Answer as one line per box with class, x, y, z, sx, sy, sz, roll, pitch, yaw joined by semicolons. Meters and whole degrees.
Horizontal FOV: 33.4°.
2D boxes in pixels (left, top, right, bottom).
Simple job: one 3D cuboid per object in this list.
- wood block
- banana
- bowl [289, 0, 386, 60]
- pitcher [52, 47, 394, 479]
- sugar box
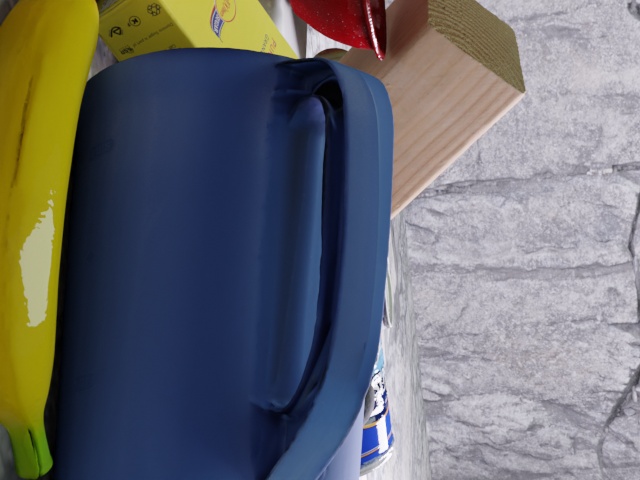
wood block;0.045;-0.087;0.794;0.090;0.206;0.091;31;36;-21
banana;-0.101;-0.024;0.364;0.070;0.037;0.198;108;-15;-63
bowl;0.006;-0.194;0.687;0.162;0.055;0.162;-5;90;-82
pitcher;-0.036;0.054;0.410;0.149;0.145;0.243;62;28;-66
sugar box;-0.038;-0.073;0.547;0.176;0.048;0.093;49;30;-29
